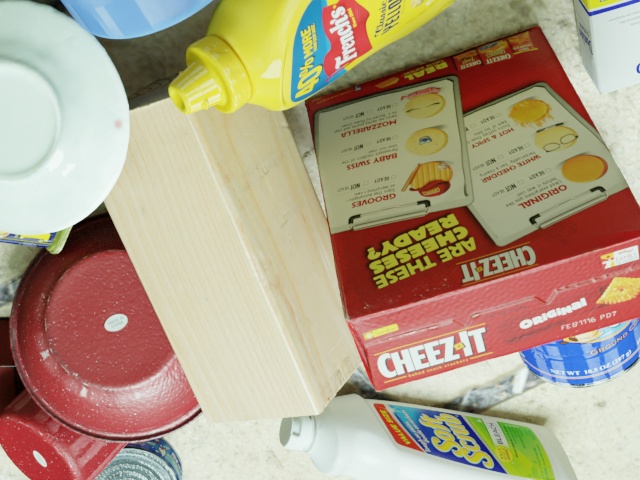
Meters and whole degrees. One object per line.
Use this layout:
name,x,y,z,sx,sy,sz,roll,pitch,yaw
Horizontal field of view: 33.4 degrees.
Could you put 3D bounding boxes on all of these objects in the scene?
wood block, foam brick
wood block,-0.054,0.001,0.659,0.091,0.090,0.206,-11,110,34
foam brick,-0.249,0.102,0.804,0.051,0.053,0.078,1,129,-9

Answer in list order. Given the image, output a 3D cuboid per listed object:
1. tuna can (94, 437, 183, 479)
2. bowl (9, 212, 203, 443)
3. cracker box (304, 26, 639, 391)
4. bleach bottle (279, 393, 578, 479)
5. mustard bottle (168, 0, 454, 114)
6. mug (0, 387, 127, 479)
tuna can,-0.152,0.193,0.843,0.086,0.034,0.086,-2,107,-5
bowl,-0.132,0.054,0.712,0.162,0.162,0.055,-6,172,-3
cracker box,0.086,-0.026,0.638,0.164,0.214,0.072,-17,130,6
bleach bottle,0.087,0.183,0.888,0.250,0.102,0.068,14,122,-20
mustard bottle,-0.002,-0.124,0.581,0.191,0.058,0.096,-36,157,-22
mug,-0.186,0.135,0.785,0.093,0.081,0.117,48,140,-7
